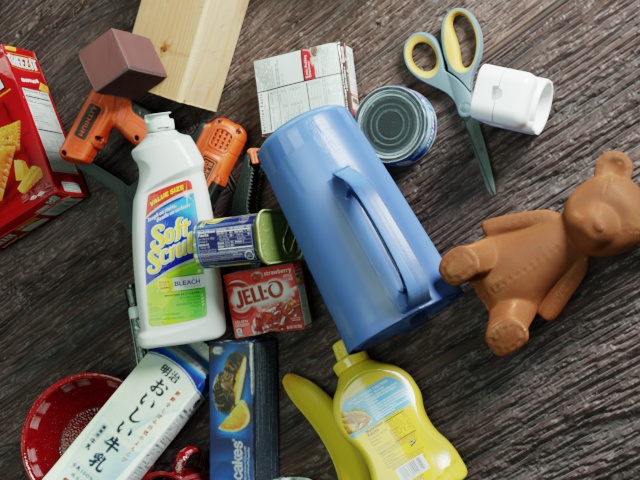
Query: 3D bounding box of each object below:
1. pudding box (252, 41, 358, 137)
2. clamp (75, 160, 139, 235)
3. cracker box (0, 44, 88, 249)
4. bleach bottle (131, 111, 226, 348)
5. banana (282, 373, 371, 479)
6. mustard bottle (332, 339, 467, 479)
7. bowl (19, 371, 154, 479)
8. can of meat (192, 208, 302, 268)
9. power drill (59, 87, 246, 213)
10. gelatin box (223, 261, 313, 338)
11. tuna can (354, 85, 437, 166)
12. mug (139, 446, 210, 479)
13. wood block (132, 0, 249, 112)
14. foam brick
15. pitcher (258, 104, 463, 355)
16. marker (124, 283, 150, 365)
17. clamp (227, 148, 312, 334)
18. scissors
[{"bbox_3d":[-0.016,-0.167,1.192,0.114,0.039,0.090,-9,86,26],"label":"pudding box"},{"bbox_3d":[-0.209,-0.069,1.279,0.120,0.039,0.171,-39,82,18],"label":"clamp"},{"bbox_3d":[-0.408,-0.115,1.353,0.164,0.072,0.214,-28,77,21],"label":"cracker box"},{"bbox_3d":[-0.168,-0.013,1.172,0.102,0.068,0.251,-8,98,0],"label":"bleach bottle"},{"bbox_3d":[0.015,0.232,1.169,0.070,0.037,0.198,-23,80,21],"label":"banana"},{"bbox_3d":[0.068,0.189,1.132,0.096,0.058,0.192,-32,75,2],"label":"mustard bottle"},{"bbox_3d":[-0.271,0.240,1.271,0.162,0.055,0.162,1,75,-2],"label":"bowl"},{"bbox_3d":[-0.077,-0.001,1.141,0.084,0.102,0.057,-6,91,25],"label":"can of meat"},{"bbox_3d":[-0.201,-0.085,1.232,0.187,0.057,0.184,28,89,2],"label":"power drill"},{"bbox_3d":[-0.059,0.065,1.178,0.089,0.030,0.073,-9,92,24],"label":"gelatin box"},{"bbox_3d":[0.080,-0.123,1.148,0.086,0.033,0.086,-1,89,25],"label":"tuna can"},{"bbox_3d":[-0.157,0.293,1.223,0.093,0.081,0.117,10,93,25],"label":"mug"},{"bbox_3d":[-0.147,-0.264,1.226,0.091,0.090,0.206,21,97,23],"label":"wood block"},{"bbox_3d":[-0.216,-0.191,1.164,0.053,0.078,0.051,-30,80,21],"label":"foam brick"},{"bbox_3d":[0.036,-0.017,1.092,0.149,0.144,0.243,-35,78,32],"label":"pitcher"},{"bbox_3d":[-0.219,0.112,1.290,0.020,0.020,0.121,-14,83,24],"label":"marker"},{"bbox_3d":[-0.058,0.001,1.208,0.165,0.036,0.210,-21,84,22],"label":"clamp"},{"bbox_3d":[0.137,-0.145,1.133,0.096,0.016,0.202,-3,88,26],"label":"scissors"}]
